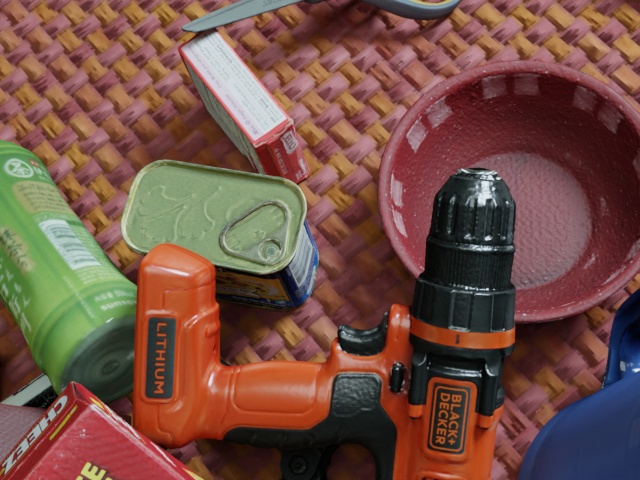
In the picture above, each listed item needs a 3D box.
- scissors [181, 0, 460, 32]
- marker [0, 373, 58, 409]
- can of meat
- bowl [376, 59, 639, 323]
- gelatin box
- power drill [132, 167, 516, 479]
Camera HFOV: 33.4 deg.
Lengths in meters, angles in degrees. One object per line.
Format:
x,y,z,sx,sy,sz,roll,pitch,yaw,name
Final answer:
0.015,-0.150,0.672,0.096,0.016,0.201,42,58,9,scissors
-0.141,0.073,0.642,0.121,0.020,0.020,-35,68,-6,marker
-0.054,0.001,0.623,0.102,0.084,0.057,9,71,12,can of meat
0.115,-0.022,0.622,0.162,0.055,0.162,-3,69,7,bowl
-0.046,-0.079,0.658,0.030,0.073,0.089,-37,69,-6,gelatin box
0.002,0.048,0.537,0.188,0.057,0.184,7,99,12,power drill
